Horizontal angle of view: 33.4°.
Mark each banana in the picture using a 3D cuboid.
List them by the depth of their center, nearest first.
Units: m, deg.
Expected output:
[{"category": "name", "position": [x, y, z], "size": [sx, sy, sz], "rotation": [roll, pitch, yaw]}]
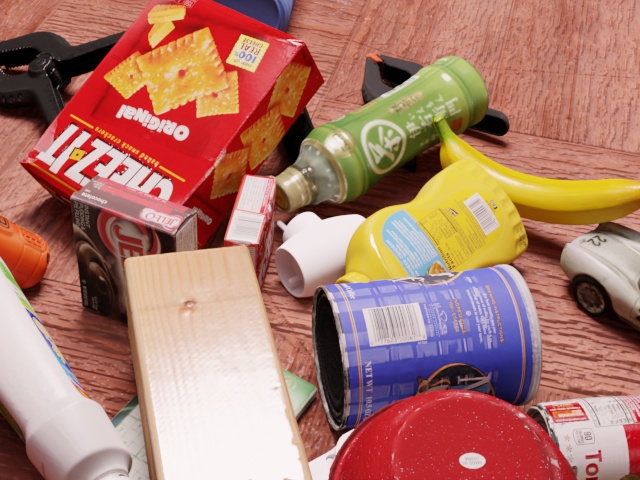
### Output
[{"category": "banana", "position": [0.179, -0.047, 0.902], "size": [0.198, 0.069, 0.037], "rotation": [21, 55, 23]}]

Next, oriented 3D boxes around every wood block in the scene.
[{"category": "wood block", "position": [-0.072, 0.108, 0.701], "size": [0.090, 0.090, 0.206], "rotation": [-6, 44, -12]}]

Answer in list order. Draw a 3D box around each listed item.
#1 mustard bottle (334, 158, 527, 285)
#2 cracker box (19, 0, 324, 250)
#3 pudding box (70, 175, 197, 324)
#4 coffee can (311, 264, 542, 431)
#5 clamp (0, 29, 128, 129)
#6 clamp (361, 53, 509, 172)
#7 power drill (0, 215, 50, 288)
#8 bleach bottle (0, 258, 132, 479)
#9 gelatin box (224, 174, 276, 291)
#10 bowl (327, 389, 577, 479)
[{"category": "mustard bottle", "position": [0.077, 0.014, 0.855], "size": [0.191, 0.058, 0.096], "rotation": [-32, 88, -33]}, {"category": "cracker box", "position": [-0.126, -0.101, 0.908], "size": [0.164, 0.072, 0.213], "rotation": [30, 77, 28]}, {"category": "pudding box", "position": [-0.139, 0.015, 0.808], "size": [0.090, 0.113, 0.039], "rotation": [20, 44, 19]}, {"category": "coffee can", "position": [0.073, 0.075, 0.760], "size": [0.140, 0.103, 0.103], "rotation": [-6, 41, -11]}, {"category": "clamp", "position": [-0.255, -0.168, 1.044], "size": [0.210, 0.036, 0.164], "rotation": [23, 64, 35]}, {"category": "clamp", "position": [0.104, -0.136, 1.059], "size": [0.120, 0.039, 0.171], "rotation": [-12, 47, -18]}, {"category": "power drill", "position": [-0.315, -0.049, 0.849], "size": [0.057, 0.184, 0.188], "rotation": [-47, 45, 10]}, {"category": "bleach bottle", "position": [-0.194, 0.099, 0.720], "size": [0.068, 0.102, 0.251], "rotation": [-35, 54, -16]}, {"category": "gelatin box", "position": [-0.056, 0.001, 0.861], "size": [0.030, 0.073, 0.089], "rotation": [8, 40, 3]}, {"category": "bowl", "position": [0.085, 0.146, 0.632], "size": [0.162, 0.055, 0.162], "rotation": [2, 49, -3]}]
